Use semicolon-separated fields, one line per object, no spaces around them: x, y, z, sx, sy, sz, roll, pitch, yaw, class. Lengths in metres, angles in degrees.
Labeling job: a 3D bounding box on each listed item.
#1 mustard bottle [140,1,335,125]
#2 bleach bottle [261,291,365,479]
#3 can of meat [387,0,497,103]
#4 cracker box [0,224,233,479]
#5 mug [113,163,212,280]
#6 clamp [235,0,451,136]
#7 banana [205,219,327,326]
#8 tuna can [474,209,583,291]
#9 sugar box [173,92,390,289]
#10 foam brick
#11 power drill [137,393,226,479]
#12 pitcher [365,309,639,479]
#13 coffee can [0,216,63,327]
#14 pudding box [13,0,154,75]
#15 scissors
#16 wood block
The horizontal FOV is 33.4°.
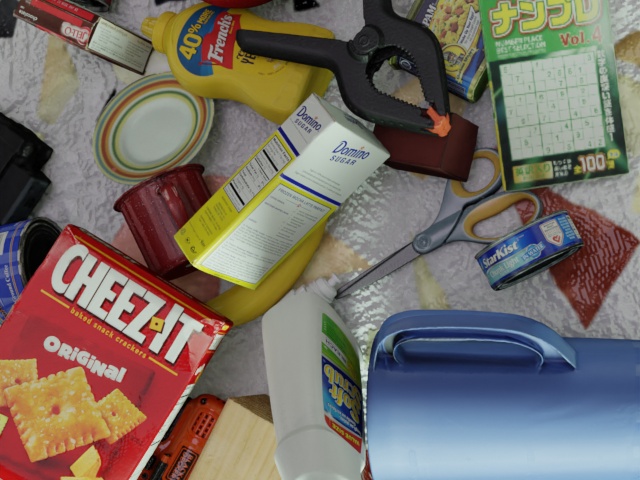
-0.085;-0.176;1.004;0.192;0.058;0.096;21;74;20;mustard bottle
0.001;0.145;0.843;0.068;0.251;0.102;-30;117;11;bleach bottle
0.121;-0.182;0.940;0.084;0.057;0.102;29;94;16;can of meat
-0.201;0.118;0.920;0.164;0.072;0.213;32;87;3;cracker box
-0.131;-0.017;0.978;0.093;0.117;0.081;-24;81;-15;mug
0.031;-0.161;0.916;0.165;0.036;0.210;-36;69;9;clamp
-0.047;0.017;0.984;0.198;0.037;0.070;-45;75;9;banana
0.174;0.009;0.888;0.086;0.086;0.034;-29;78;13;tuna can
-0.033;-0.039;0.912;0.176;0.093;0.048;-46;56;14;sugar box
0.090;-0.087;0.933;0.078;0.052;0.051;14;88;35;foam brick
-0.193;0.193;0.980;0.187;0.057;0.184;30;87;3;power drill
0.159;0.128;0.854;0.243;0.149;0.145;-3;84;14;pitcher
-0.322;0.040;1.037;0.140;0.102;0.103;-11;81;16;coffee can
-0.224;-0.201;1.024;0.090;0.113;0.039;28;97;19;pudding box
0.095;-0.019;0.953;0.202;0.016;0.096;-16;78;16;scissors
-0.073;0.248;0.942;0.090;0.090;0.206;27;93;18;wood block
